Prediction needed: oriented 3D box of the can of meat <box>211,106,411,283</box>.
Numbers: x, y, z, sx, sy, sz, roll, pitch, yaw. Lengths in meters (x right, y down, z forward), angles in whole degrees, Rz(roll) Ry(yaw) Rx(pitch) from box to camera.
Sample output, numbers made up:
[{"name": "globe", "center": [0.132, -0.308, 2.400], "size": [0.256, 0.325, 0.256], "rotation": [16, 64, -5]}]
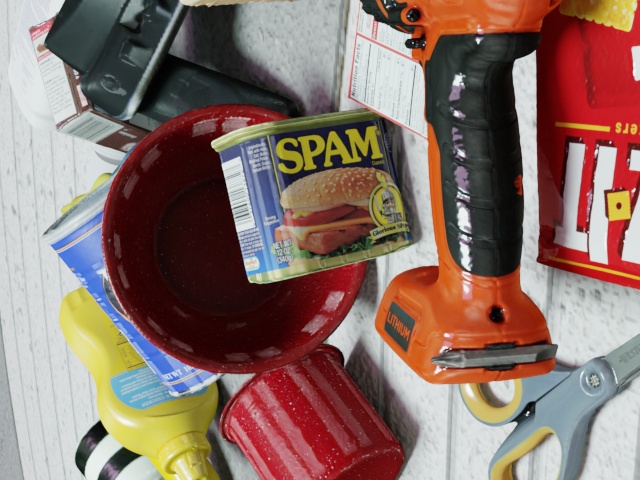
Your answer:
[{"name": "can of meat", "center": [-0.002, -0.025, 0.604], "size": [0.058, 0.101, 0.084], "rotation": [-13, 89, 58]}]

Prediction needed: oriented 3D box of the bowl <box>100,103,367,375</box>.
[{"name": "bowl", "center": [-0.054, 0.001, 0.653], "size": [0.055, 0.162, 0.162], "rotation": [159, 100, -74]}]

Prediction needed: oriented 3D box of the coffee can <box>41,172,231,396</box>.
[{"name": "coffee can", "center": [-0.104, 0.020, 0.726], "size": [0.140, 0.102, 0.103], "rotation": [53, 151, -13]}]

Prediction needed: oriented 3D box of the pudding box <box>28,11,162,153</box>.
[{"name": "pudding box", "center": [-0.173, -0.121, 0.845], "size": [0.039, 0.113, 0.090], "rotation": [-25, 74, 18]}]

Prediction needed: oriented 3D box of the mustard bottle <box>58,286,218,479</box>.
[{"name": "mustard bottle", "center": [-0.136, 0.115, 0.863], "size": [0.192, 0.096, 0.058], "rotation": [57, 142, 32]}]

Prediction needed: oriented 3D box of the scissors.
[{"name": "scissors", "center": [0.120, 0.055, 0.510], "size": [0.096, 0.016, 0.202], "rotation": [56, 141, 33]}]

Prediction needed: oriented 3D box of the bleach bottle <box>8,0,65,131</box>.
[{"name": "bleach bottle", "center": [-0.217, -0.221, 0.933], "size": [0.103, 0.067, 0.251], "rotation": [58, 140, 31]}]

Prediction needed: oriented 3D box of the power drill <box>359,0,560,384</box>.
[{"name": "power drill", "center": [0.052, -0.044, 0.454], "size": [0.184, 0.057, 0.188], "rotation": [-134, 40, -76]}]

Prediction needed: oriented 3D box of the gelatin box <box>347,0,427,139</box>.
[{"name": "gelatin box", "center": [0.053, -0.098, 0.561], "size": [0.089, 0.030, 0.073], "rotation": [37, 130, 48]}]

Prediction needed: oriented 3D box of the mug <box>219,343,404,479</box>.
[{"name": "mug", "center": [0.000, 0.130, 0.668], "size": [0.082, 0.093, 0.117], "rotation": [51, 169, 32]}]
